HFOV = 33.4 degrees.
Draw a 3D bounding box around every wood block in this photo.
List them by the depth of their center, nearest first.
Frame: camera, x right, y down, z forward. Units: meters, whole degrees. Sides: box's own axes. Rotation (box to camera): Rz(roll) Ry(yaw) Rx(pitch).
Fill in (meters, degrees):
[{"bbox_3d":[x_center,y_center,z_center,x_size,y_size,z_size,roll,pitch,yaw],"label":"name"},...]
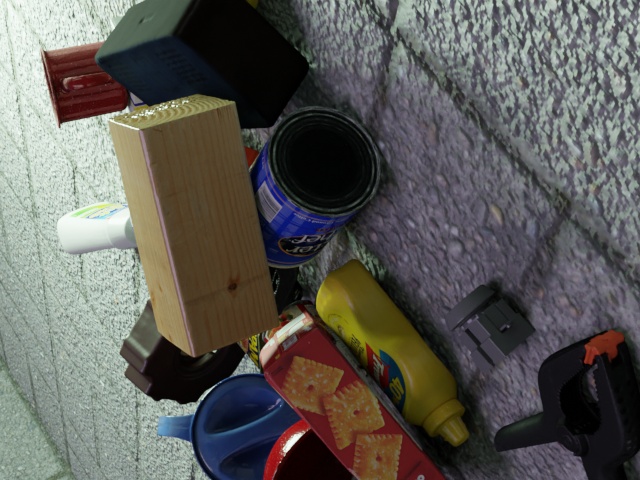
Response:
[{"bbox_3d":[-0.111,-0.015,0.942,0.090,0.090,0.206,23,127,59],"label":"wood block"}]

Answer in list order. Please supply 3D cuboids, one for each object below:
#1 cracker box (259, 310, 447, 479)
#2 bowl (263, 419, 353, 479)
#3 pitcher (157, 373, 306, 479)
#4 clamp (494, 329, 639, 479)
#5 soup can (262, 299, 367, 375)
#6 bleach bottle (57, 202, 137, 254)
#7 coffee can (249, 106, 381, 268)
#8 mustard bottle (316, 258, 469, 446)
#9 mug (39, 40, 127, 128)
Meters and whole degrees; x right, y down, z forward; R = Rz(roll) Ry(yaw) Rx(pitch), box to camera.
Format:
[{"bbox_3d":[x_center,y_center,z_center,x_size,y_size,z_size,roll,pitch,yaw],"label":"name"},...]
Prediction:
[{"bbox_3d":[0.033,0.173,1.005,0.213,0.072,0.164,51,177,-4],"label":"cracker box"},{"bbox_3d":[-0.005,0.244,1.143,0.055,0.161,0.162,29,139,46],"label":"bowl"},{"bbox_3d":[-0.097,0.232,1.287,0.149,0.145,0.243,48,169,4],"label":"pitcher"},{"bbox_3d":[0.206,0.153,0.808,0.165,0.036,0.210,46,150,32],"label":"clamp"},{"bbox_3d":[-0.006,0.122,1.140,0.102,0.068,0.068,49,151,26],"label":"soup can"},{"bbox_3d":[-0.283,-0.019,1.513,0.251,0.102,0.068,-2,107,55],"label":"bleach bottle"},{"bbox_3d":[-0.018,-0.045,0.962,0.103,0.102,0.140,59,154,8],"label":"coffee can"},{"bbox_3d":[0.072,0.112,0.995,0.192,0.058,0.096,50,158,23],"label":"mustard bottle"},{"bbox_3d":[-0.264,-0.179,1.199,0.117,0.081,0.093,-163,61,-73],"label":"mug"}]
